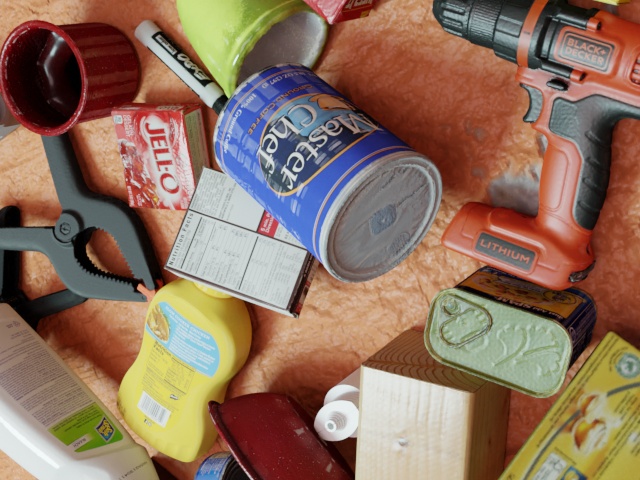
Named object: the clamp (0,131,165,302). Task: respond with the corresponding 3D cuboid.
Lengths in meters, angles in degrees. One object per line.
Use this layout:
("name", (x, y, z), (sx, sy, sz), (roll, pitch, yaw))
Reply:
("clamp", (-0.218, -0.023, 0.949), (0.210, 0.036, 0.165), (31, 102, 12))

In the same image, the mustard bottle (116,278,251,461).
("mustard bottle", (-0.109, 0.089, 0.912), (0.096, 0.058, 0.192), (34, 117, 23))

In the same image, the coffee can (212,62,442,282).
("coffee can", (0.003, -0.051, 0.762), (0.140, 0.102, 0.103), (43, 122, 37))

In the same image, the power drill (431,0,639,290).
("power drill", (0.143, -0.074, 0.731), (0.185, 0.057, 0.188), (24, 115, 25))

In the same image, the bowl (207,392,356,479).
("bowl", (-0.019, 0.175, 0.854), (0.055, 0.162, 0.162), (-40, 82, -1))

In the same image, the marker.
("marker", (-0.105, -0.135, 0.872), (0.121, 0.020, 0.020), (45, 120, 11))

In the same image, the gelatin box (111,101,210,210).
("gelatin box", (-0.131, -0.071, 0.891), (0.073, 0.030, 0.089), (5, 114, 27))

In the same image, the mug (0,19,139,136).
("mug", (-0.216, -0.138, 0.896), (0.117, 0.081, 0.093), (-7, 100, 30))

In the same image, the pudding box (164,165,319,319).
("pudding box", (-0.055, 0.001, 0.842), (0.114, 0.039, 0.090), (19, 85, 16))

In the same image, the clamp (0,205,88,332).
("clamp", (-0.300, 0.052, 1.020), (0.172, 0.039, 0.120), (-42, 76, 24))

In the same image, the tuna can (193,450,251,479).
("tuna can", (-0.073, 0.223, 0.913), (0.034, 0.086, 0.086), (-11, 98, 32))

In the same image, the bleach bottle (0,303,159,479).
("bleach bottle", (-0.233, 0.167, 0.930), (0.251, 0.102, 0.068), (42, 130, 16))

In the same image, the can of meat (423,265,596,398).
("can of meat", (0.137, 0.059, 0.754), (0.102, 0.083, 0.057), (18, 112, 24))

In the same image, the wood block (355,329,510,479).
("wood block", (0.083, 0.186, 0.815), (0.091, 0.090, 0.206), (11, 109, 27))
